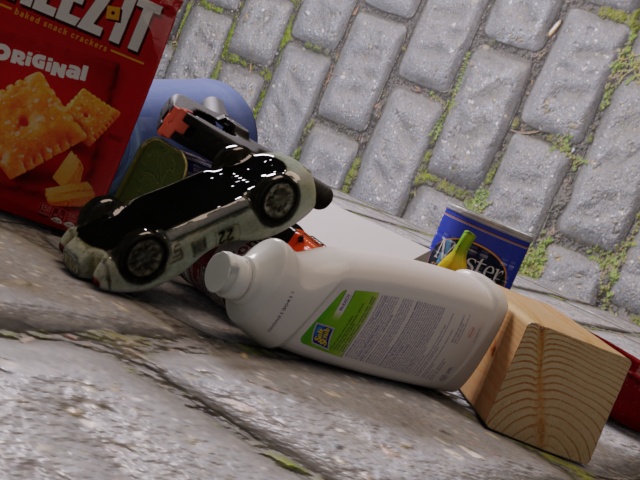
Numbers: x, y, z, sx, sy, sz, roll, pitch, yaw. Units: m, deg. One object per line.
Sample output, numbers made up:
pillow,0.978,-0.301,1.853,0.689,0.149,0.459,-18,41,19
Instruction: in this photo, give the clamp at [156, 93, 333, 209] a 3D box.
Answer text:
clamp,-0.089,-0.094,0.941,0.165,0.036,0.209,40,11,25

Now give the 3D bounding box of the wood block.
wood block,0.173,0.102,0.909,0.090,0.091,0.206,21,6,-6

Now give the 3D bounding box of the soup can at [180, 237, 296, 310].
soup can,-0.062,0.022,0.844,0.068,0.068,0.102,18,8,-41

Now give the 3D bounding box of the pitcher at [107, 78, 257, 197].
pitcher,-0.160,-0.096,1.063,0.149,0.145,0.242,-14,1,21

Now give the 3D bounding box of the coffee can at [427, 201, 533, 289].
coffee can,0.161,0.040,1.185,0.103,0.140,0.103,23,6,-3

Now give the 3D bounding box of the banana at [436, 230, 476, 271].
banana,0.110,0.061,1.052,0.037,0.069,0.198,39,-27,7

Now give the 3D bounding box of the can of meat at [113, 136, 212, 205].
can of meat,-0.124,-0.026,0.895,0.058,0.102,0.083,33,7,32

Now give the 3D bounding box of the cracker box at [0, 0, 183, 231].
cracker box,-0.225,-0.127,0.857,0.164,0.214,0.072,21,6,-19

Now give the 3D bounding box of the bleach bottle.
bleach bottle,0.026,0.045,0.797,0.250,0.103,0.068,19,14,-39
